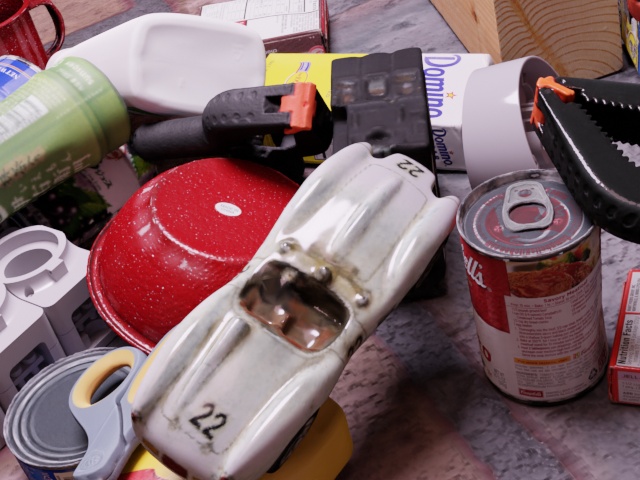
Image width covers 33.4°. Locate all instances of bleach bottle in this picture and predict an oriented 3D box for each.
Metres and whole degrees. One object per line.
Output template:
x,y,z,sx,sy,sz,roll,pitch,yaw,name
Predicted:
-0.140,-0.121,0.804,0.102,0.068,0.251,4,2,-29,bleach bottle

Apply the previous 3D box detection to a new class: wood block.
0.144,-0.201,0.821,0.090,0.091,0.206,-18,37,-2,wood block

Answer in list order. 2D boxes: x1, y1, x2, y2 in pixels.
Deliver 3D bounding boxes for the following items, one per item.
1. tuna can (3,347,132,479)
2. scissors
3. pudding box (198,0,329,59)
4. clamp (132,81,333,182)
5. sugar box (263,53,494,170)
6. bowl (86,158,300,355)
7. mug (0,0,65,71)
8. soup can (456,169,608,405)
-0.125,0.100,0.581,0.086,0.034,0.086,-10,37,8,tuna can
-0.113,0.104,0.503,0.096,0.016,0.201,-9,30,39,scissors
-0.049,-0.172,0.898,0.113,0.039,0.090,-8,37,7,pudding box
-0.052,-0.067,0.663,0.120,0.039,0.172,2,-10,-14,clamp
0.031,-0.095,0.764,0.176,0.048,0.093,2,41,24,sugar box
-0.054,0.001,0.621,0.162,0.055,0.162,6,41,-5,bowl
-0.275,-0.169,0.937,0.093,0.081,0.117,24,52,40,mug
0.109,0.025,0.536,0.068,0.102,0.068,-10,38,7,soup can
